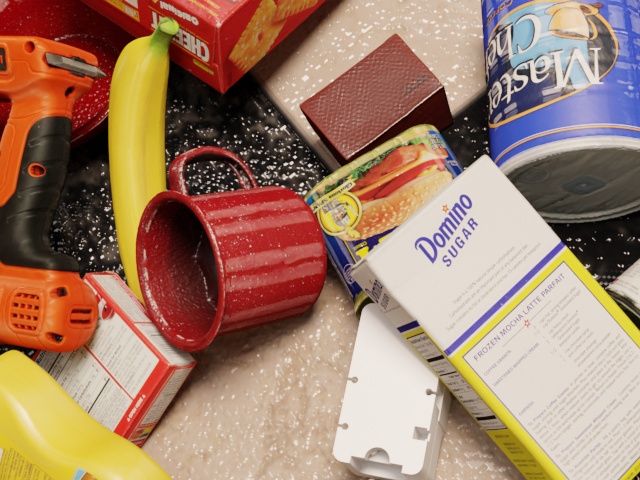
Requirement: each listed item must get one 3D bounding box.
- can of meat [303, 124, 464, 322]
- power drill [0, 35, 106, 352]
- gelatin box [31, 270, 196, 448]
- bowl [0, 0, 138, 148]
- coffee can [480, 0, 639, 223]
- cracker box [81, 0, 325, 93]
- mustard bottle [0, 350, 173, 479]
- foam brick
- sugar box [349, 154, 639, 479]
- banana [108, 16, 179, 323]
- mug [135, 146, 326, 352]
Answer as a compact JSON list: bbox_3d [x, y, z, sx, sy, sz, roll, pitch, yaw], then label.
[{"bbox_3d":[0.050,-0.009,0.642,0.102,0.057,0.084,-29,63,2],"label":"can of meat"},{"bbox_3d":[-0.208,-0.030,0.661,0.185,0.057,0.187,6,91,28],"label":"power drill"},{"bbox_3d":[-0.127,0.074,0.654,0.089,0.030,0.073,43,109,25],"label":"gelatin box"},{"bbox_3d":[-0.187,-0.120,0.745,0.162,0.055,0.162,-5,68,12],"label":"bowl"},{"bbox_3d":[0.148,-0.094,0.624,0.103,0.102,0.140,-5,68,12],"label":"coffee can"},{"bbox_3d":[-0.059,-0.217,0.708,0.164,0.072,0.213,34,62,18],"label":"cracker box"},{"bbox_3d":[-0.128,0.150,0.607,0.192,0.058,0.096,32,122,22],"label":"mustard bottle"},{"bbox_3d":[0.037,-0.080,0.675,0.078,0.051,0.053,-36,66,-2],"label":"foam brick"},{"bbox_3d":[0.107,0.052,0.566,0.093,0.048,0.176,-40,86,-17],"label":"sugar box"},{"bbox_3d":[-0.112,-0.041,0.673,0.037,0.070,0.198,-4,104,-19],"label":"banana"},{"bbox_3d":[-0.054,0.001,0.630,0.093,0.081,0.117,-28,77,51],"label":"mug"}]
